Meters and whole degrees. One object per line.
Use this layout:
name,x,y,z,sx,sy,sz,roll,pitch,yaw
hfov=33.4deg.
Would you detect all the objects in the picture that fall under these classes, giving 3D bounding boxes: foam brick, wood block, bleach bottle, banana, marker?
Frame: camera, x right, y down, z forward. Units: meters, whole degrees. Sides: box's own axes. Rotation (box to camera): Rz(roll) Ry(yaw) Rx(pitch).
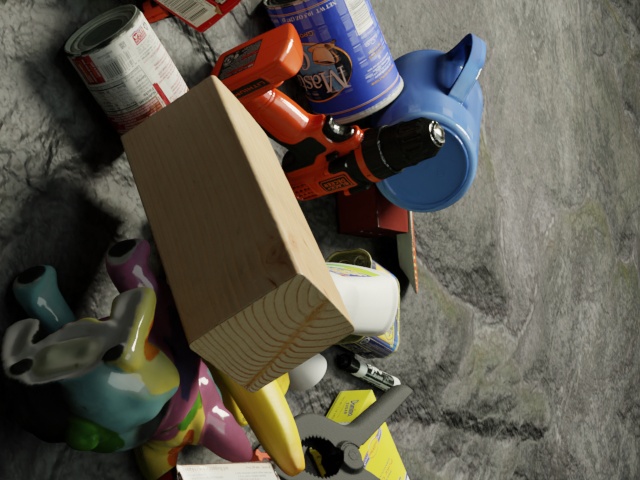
foam brick,0.058,-0.033,1.194,0.078,0.053,0.051,8,75,-59
wood block,-0.064,-0.009,0.772,0.090,0.091,0.206,47,13,-50
bleach bottle,0.007,0.054,0.954,0.250,0.102,0.068,13,87,-80
banana,-0.069,0.097,0.838,0.197,0.037,0.069,59,12,-19
marker,0.052,0.145,1.167,0.121,0.020,0.020,33,54,-53

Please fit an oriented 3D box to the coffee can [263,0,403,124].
coffee can,0.015,-0.206,1.115,0.140,0.103,0.102,64,33,-27

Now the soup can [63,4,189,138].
soup can,-0.147,-0.125,0.841,0.102,0.069,0.068,60,35,-32

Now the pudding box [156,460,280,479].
pudding box,-0.093,0.203,0.803,0.113,0.090,0.039,10,48,-53

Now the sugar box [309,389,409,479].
sugar box,0.051,0.252,1.106,0.176,0.048,0.093,65,35,-23

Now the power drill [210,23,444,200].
power drill,0.000,-0.116,1.001,0.187,0.185,0.057,44,45,-34

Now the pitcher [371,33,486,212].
pitcher,0.121,-0.129,1.170,0.242,0.145,0.149,-75,154,-67

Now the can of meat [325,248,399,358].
can of meat,0.045,0.070,1.138,0.083,0.058,0.102,34,54,-55

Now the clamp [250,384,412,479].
clamp,0.024,0.199,1.003,0.209,0.036,0.164,14,50,-28
